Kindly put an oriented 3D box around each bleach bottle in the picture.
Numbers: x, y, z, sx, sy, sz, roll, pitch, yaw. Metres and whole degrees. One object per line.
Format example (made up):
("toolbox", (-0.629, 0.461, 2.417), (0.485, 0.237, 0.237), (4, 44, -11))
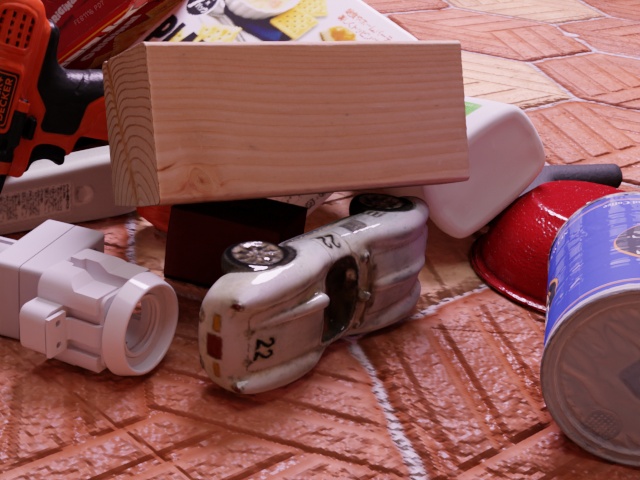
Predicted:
("bleach bottle", (0.068, -0.076, 0.851), (0.102, 0.068, 0.251), (-39, 25, -11))

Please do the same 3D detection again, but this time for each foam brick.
("foam brick", (-0.055, 0.001, 0.691), (0.078, 0.051, 0.053), (13, 25, 14))

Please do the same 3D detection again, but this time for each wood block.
("wood block", (-0.019, -0.073, 0.660), (0.205, 0.091, 0.090), (-6, 3, -26))

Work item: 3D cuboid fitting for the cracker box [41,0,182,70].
("cracker box", (-0.179, -0.197, 0.889), (0.164, 0.072, 0.213), (-31, 7, 26))

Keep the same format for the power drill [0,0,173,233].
("power drill", (-0.159, -0.054, 0.687), (0.187, 0.184, 0.057), (12, 9, -42))

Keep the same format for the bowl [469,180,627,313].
("bowl", (0.190, 0.000, 0.754), (0.162, 0.055, 0.162), (6, 24, -3))
